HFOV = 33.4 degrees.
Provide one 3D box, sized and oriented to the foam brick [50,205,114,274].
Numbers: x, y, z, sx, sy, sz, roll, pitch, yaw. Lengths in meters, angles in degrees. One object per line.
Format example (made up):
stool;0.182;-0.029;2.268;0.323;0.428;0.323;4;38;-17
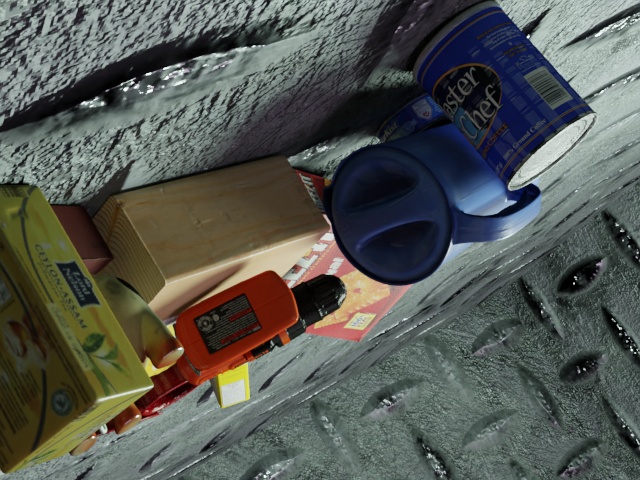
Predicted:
foam brick;-0.203;0.008;0.798;0.051;0.053;0.078;-37;167;17

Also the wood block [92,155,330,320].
wood block;-0.102;-0.001;0.938;0.205;0.090;0.091;-19;161;-47

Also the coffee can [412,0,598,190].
coffee can;0.166;-0.131;0.966;0.102;0.140;0.103;-35;164;-11

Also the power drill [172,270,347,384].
power drill;-0.057;0.076;0.994;0.184;0.057;0.187;-29;170;-4

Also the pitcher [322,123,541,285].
pitcher;0.132;-0.050;1.051;0.145;0.149;0.242;-45;168;37

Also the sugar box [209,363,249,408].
sugar box;-0.118;0.124;1.284;0.048;0.093;0.176;-16;152;-14

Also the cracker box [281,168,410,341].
cracker box;0.006;0.023;1.136;0.213;0.072;0.164;14;127;-44

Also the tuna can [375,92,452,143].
tuna can;0.103;-0.121;1.123;0.086;0.034;0.086;-31;168;-8
